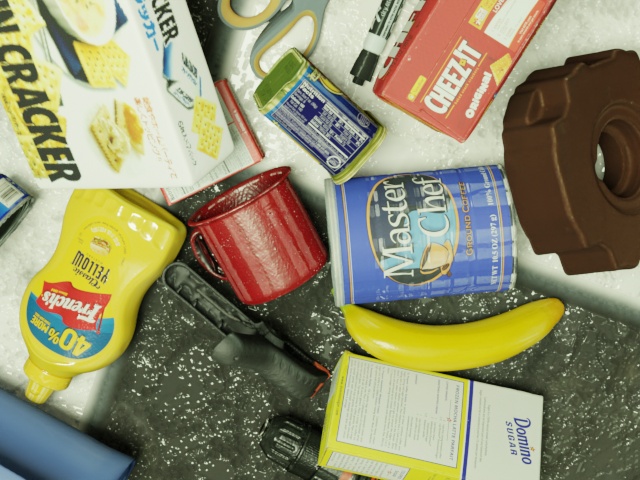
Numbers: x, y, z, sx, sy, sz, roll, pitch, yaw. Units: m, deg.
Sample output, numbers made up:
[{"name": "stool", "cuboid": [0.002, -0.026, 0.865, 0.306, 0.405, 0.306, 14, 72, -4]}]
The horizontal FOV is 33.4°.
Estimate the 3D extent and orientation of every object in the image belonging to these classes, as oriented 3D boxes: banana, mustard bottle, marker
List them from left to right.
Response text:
[{"name": "mustard bottle", "cuboid": [-0.193, 0.049, 0.875, 0.096, 0.058, 0.192, 30, 100, 9]}, {"name": "marker", "cuboid": [0.054, -0.181, 0.857, 0.020, 0.020, 0.121, 23, 99, -5]}, {"name": "banana", "cuboid": [0.106, 0.075, 0.886, 0.197, 0.037, 0.069, 4, 77, -3]}]

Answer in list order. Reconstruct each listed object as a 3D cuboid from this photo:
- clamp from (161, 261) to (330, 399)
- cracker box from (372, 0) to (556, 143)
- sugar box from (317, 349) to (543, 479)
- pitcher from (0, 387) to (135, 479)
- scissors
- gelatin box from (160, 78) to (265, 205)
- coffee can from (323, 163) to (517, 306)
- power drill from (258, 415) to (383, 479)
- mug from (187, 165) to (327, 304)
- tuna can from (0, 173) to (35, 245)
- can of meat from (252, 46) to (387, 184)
[{"name": "clamp", "cuboid": [-0.057, 0.078, 0.863, 0.039, 0.120, 0.171, -42, 141, 7]}, {"name": "cracker box", "cuboid": [0.106, -0.160, 0.763, 0.072, 0.213, 0.164, 31, 98, -4]}, {"name": "sugar box", "cuboid": [0.093, 0.157, 0.883, 0.176, 0.048, 0.093, 15, 55, -5]}, {"name": "pitcher", "cuboid": [-0.280, 0.172, 0.850, 0.243, 0.144, 0.149, 31, 119, 0]}, {"name": "scissors", "cuboid": [-0.004, -0.221, 0.851, 0.096, 0.016, 0.202, 35, 98, -8]}, {"name": "gelatin box", "cuboid": [-0.100, -0.080, 0.868, 0.089, 0.030, 0.073, -25, 100, 5]}, {"name": "coffee can", "cuboid": [0.077, -0.004, 0.847, 0.140, 0.103, 0.103, -5, 100, 0]}, {"name": "power drill", "cuboid": [0.005, 0.254, 0.871, 0.184, 0.057, 0.187, 28, 63, -4]}, {"name": "mug", "cuboid": [-0.056, 0.001, 0.861, 0.117, 0.093, 0.081, -19, 107, 34]}, {"name": "tuna can", "cuboid": [-0.269, -0.012, 0.850, 0.033, 0.086, 0.086, 40, 97, -6]}, {"name": "can of meat", "cuboid": [-0.004, -0.098, 0.823, 0.084, 0.102, 0.057, 40, 98, -17]}]
